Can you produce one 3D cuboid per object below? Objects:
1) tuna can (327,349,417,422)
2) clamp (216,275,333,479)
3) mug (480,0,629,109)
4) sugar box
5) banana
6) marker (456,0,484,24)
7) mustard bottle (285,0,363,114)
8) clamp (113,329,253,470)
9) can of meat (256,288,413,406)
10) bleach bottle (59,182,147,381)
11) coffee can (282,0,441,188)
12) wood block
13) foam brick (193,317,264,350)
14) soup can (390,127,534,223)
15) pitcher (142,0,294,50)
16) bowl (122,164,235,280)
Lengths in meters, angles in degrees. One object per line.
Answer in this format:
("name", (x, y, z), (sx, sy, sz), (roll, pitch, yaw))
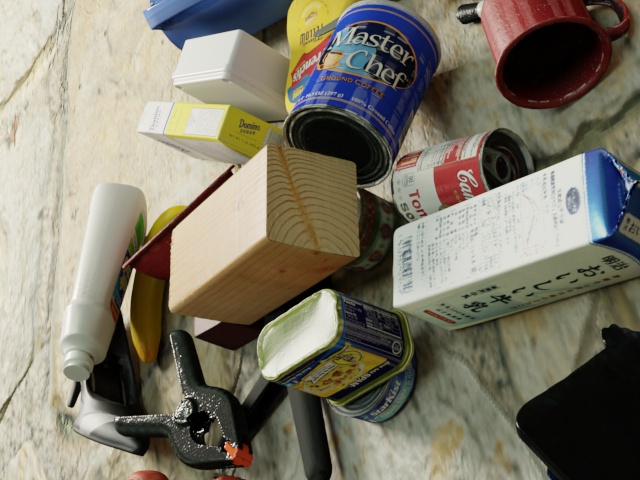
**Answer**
("tuna can", (0.043, 0.114, 0.923), (0.086, 0.033, 0.086), (-25, 55, 40))
("clamp", (-0.022, 0.122, 0.991), (0.165, 0.036, 0.210), (10, 82, 53))
("mug", (0.188, -0.170, 0.858), (0.117, 0.093, 0.081), (-17, 49, 8))
("sugar box", (-0.119, -0.118, 1.176), (0.177, 0.093, 0.048), (16, 84, 51))
("banana", (-0.187, 0.040, 1.223), (0.070, 0.037, 0.198), (5, 77, 53))
("marker", (0.168, -0.209, 0.945), (0.121, 0.020, 0.020), (0, 72, 49))
("mustard bottle", (0.006, -0.170, 1.084), (0.096, 0.058, 0.191), (-19, 59, 38))
("clamp", (-0.121, 0.158, 1.029), (0.172, 0.039, 0.120), (19, 84, 38))
("can of meat", (0.010, 0.088, 0.877), (0.102, 0.083, 0.057), (-36, 48, 34))
("bleach bottle", (-0.247, 0.053, 1.195), (0.103, 0.068, 0.250), (101, 175, -46))
("coffee can", (0.039, -0.132, 0.957), (0.103, 0.102, 0.140), (-15, 40, 45))
("wood block", (-0.057, 0.001, 0.969), (0.206, 0.090, 0.091), (-34, 50, 54))
("foam brick", (-0.094, 0.063, 1.092), (0.051, 0.052, 0.078), (-30, 52, 38))
("soup can", (0.117, -0.050, 0.889), (0.102, 0.068, 0.068), (-12, 64, 47))
("pitcher", (-0.076, -0.296, 1.179), (0.243, 0.144, 0.149), (-15, 58, 42))
("bowl", (-0.133, -0.008, 1.135), (0.162, 0.055, 0.162), (-42, 5, 5))
